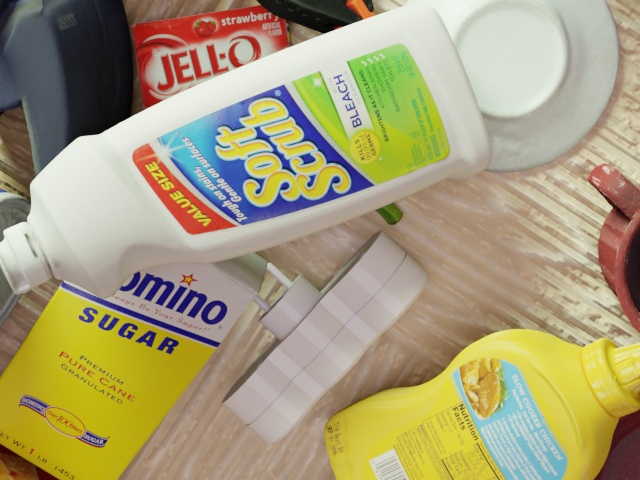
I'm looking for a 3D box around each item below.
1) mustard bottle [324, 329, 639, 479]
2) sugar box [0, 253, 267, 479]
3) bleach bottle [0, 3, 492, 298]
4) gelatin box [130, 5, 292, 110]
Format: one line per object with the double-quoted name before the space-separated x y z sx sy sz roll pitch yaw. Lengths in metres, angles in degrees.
"mustard bottle" 0.099 0.103 0.586 0.192 0.058 0.096 -31 81 28
"sugar box" -0.116 0.060 0.610 0.093 0.048 0.176 33 114 -9
"bleach bottle" -0.040 -0.032 0.543 0.250 0.068 0.102 -26 101 -17
"gelatin box" -0.059 -0.093 0.611 0.089 0.030 0.073 -7 98 4
